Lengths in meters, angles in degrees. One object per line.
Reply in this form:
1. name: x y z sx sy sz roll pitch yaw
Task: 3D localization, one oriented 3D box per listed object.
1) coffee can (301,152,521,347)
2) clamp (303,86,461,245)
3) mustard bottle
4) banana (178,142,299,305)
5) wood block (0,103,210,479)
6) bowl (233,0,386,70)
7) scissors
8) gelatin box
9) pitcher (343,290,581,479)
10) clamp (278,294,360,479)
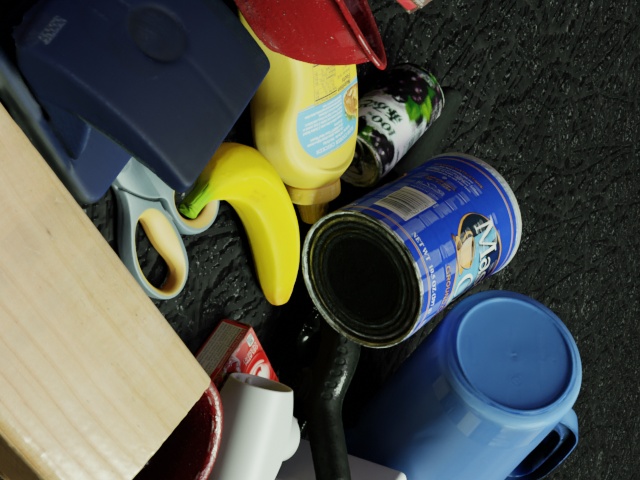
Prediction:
1. coffee can: 0.069 0.004 0.783 0.140 0.103 0.103 -29 126 -46
2. clamp: 0.060 -0.037 0.879 0.209 0.036 0.164 -22 121 -52
3. mustard bottle: -0.011 -0.100 0.724 0.096 0.058 0.192 -41 134 -49
4. banana: -0.047 -0.016 0.706 0.069 0.037 0.197 -61 156 -11
5. wood block: -0.152 0.019 0.470 0.090 0.091 0.206 -50 126 -27
6. bowl: -0.022 -0.156 0.582 0.162 0.055 0.162 61 13 -24
7. scissors: -0.108 -0.053 0.633 0.096 0.016 0.202 -49 139 -38
8. gelatin box: -0.069 0.111 0.745 0.089 0.030 0.073 -54 143 -30
9. pitcher: 0.119 0.139 0.843 0.149 0.145 0.243 -31 162 -28
10. clamp: -0.002 0.115 0.780 0.039 0.120 0.171 21 80 -39
